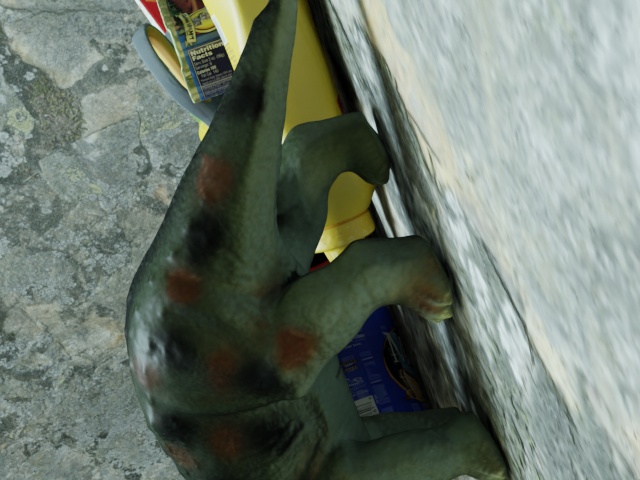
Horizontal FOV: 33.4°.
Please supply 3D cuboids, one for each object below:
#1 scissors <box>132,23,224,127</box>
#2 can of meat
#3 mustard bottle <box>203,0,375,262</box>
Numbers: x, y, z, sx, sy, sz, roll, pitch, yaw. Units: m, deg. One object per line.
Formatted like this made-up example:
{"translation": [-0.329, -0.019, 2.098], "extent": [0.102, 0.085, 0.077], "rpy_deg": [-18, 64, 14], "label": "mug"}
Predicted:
{"translation": [-0.062, -0.081, 0.776], "extent": [0.201, 0.016, 0.096], "rpy_deg": [49, -158, -22], "label": "scissors"}
{"translation": [-0.057, -0.139, 0.696], "extent": [0.102, 0.084, 0.057], "rpy_deg": [-114, 5, -55], "label": "can of meat"}
{"translation": [-0.012, -0.070, 0.607], "extent": [0.096, 0.058, 0.191], "rpy_deg": [-140, 31, -80], "label": "mustard bottle"}
